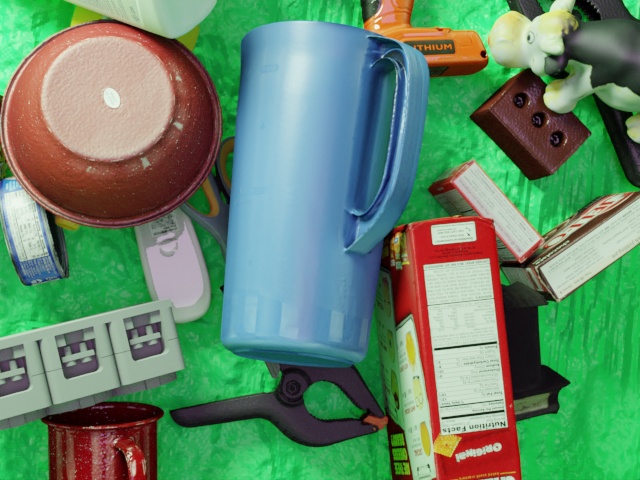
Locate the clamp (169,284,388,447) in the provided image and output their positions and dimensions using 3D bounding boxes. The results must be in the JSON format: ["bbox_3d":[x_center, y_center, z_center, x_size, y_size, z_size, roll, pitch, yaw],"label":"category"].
[{"bbox_3d":[-0.033,0.124,0.858,0.171,0.039,0.120,31,89,1],"label":"clamp"}]

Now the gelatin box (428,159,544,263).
[{"bbox_3d":[0.134,-0.022,0.868,0.030,0.073,0.089,-43,94,-7],"label":"gelatin box"}]

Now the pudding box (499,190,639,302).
[{"bbox_3d":[0.212,0.004,0.869,0.113,0.090,0.039,-36,94,-7],"label":"pudding box"}]

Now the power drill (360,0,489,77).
[{"bbox_3d":[0.092,-0.230,0.880,0.184,0.057,0.187,-5,86,-4],"label":"power drill"}]

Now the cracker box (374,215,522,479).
[{"bbox_3d":[0.092,0.093,0.812,0.072,0.164,0.214,-6,88,-8],"label":"cracker box"}]

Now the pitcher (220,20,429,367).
[{"bbox_3d":[-0.001,-0.032,0.790,0.145,0.149,0.243,5,79,4],"label":"pitcher"}]

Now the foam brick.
[{"bbox_3d":[0.174,-0.096,0.887,0.078,0.051,0.053,45,82,-4],"label":"foam brick"}]

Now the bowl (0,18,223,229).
[{"bbox_3d":[-0.149,-0.092,0.757,0.162,0.055,0.162,2,77,-7],"label":"bowl"}]

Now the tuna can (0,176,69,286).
[{"bbox_3d":[-0.218,-0.009,0.813,0.033,0.086,0.086,-13,90,-7],"label":"tuna can"}]

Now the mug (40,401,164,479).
[{"bbox_3d":[-0.158,0.172,0.803,0.093,0.117,0.081,-2,93,-35],"label":"mug"}]

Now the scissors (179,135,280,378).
[{"bbox_3d":[-0.056,0.001,0.853,0.096,0.016,0.202,-34,96,-35],"label":"scissors"}]
